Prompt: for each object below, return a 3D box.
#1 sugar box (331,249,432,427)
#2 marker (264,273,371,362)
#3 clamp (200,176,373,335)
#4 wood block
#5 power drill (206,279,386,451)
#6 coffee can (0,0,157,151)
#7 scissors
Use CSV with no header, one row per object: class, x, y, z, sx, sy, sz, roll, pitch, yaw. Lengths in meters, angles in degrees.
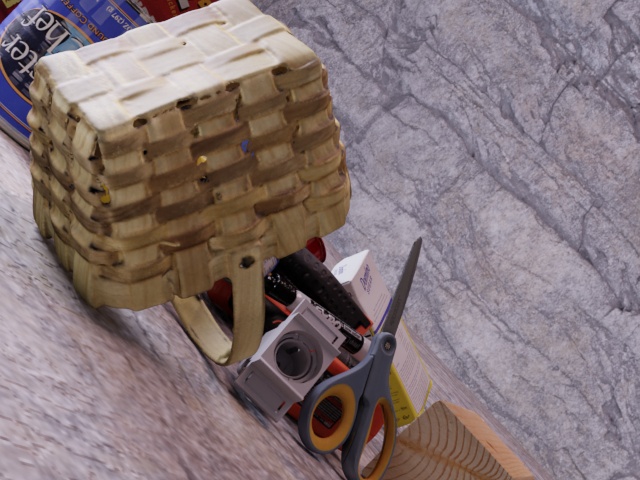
sugar box,0.062,0.108,1.163,0.176,0.048,0.093,62,23,-11
marker,-0.002,0.061,0.846,0.121,0.020,0.020,38,6,-31
clamp,-0.039,0.008,0.932,0.210,0.036,0.165,46,-11,-12
wood block,0.119,0.205,0.934,0.091,0.090,0.206,47,3,20
power drill,-0.009,0.105,0.904,0.184,0.057,0.188,39,2,-24
coffee can,-0.206,-0.150,0.855,0.103,0.140,0.103,45,3,-3
scissors,0.032,0.084,0.810,0.096,0.202,0.016,17,-16,-35
